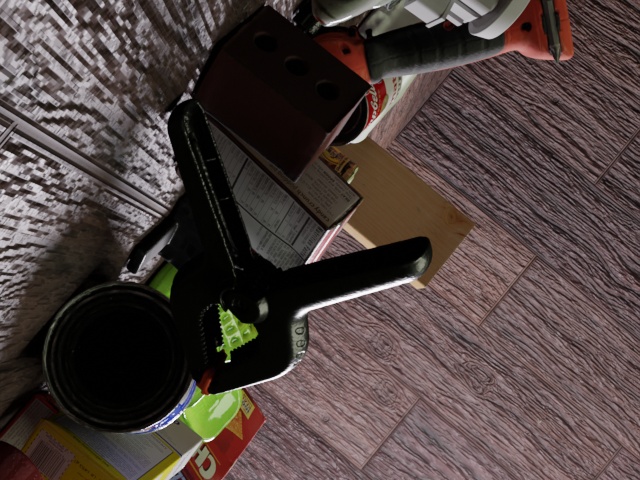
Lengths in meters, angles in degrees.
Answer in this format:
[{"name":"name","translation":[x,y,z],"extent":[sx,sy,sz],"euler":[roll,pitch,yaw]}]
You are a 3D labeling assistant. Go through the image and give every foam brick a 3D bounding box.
[{"name":"foam brick","translation":[-0.022,-0.083,0.604],"extent":[0.053,0.078,0.051],"euler":[-51,178,-38]}]

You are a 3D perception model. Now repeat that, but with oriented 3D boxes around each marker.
[{"name":"marker","translation":[0.024,-0.179,0.684],"extent":[0.121,0.020,0.020],"euler":[-51,178,3]}]

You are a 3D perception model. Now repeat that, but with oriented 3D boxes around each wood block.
[{"name":"wood block","translation":[0.060,-0.046,1.188],"extent":[0.091,0.206,0.090],"euler":[-51,178,-3]}]

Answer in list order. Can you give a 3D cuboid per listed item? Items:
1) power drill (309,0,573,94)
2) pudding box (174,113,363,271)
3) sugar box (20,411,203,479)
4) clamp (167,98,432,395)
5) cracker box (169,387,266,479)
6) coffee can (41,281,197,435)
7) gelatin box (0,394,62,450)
[{"name":"power drill","translation":[0.077,-0.140,0.760],"extent":[0.188,0.057,0.184],"euler":[-13,-166,8]},{"name":"pudding box","translation":[-0.035,-0.035,0.667],"extent":[0.039,0.113,0.090],"euler":[-45,175,-29]},{"name":"sugar box","translation":[-0.167,0.171,0.881],"extent":[0.048,0.093,0.176],"euler":[-53,172,7]},{"name":"clamp","translation":[-0.031,0.030,0.642],"extent":[0.036,0.164,0.210],"euler":[-53,166,-46]},{"name":"cracker box","translation":[-0.158,0.193,1.223],"extent":[0.072,0.164,0.213],"euler":[-32,-176,19]},{"name":"coffee can","translation":[-0.140,0.090,0.777],"extent":[0.102,0.103,0.140],"euler":[-50,178,-12]},{"name":"gelatin box","translation":[-0.248,0.169,0.887],"extent":[0.089,0.030,0.073],"euler":[-50,178,-11]}]
